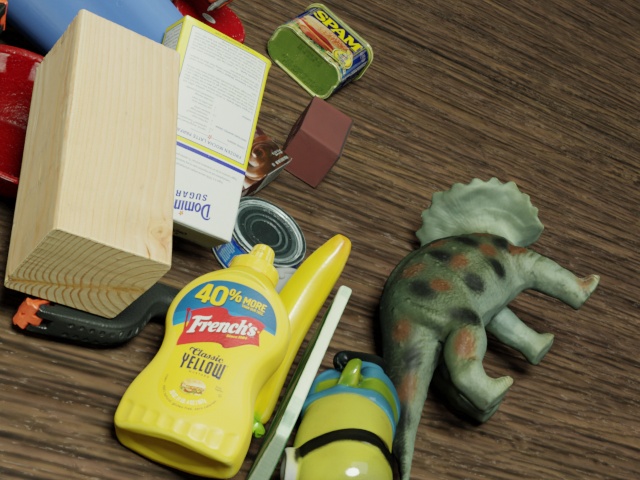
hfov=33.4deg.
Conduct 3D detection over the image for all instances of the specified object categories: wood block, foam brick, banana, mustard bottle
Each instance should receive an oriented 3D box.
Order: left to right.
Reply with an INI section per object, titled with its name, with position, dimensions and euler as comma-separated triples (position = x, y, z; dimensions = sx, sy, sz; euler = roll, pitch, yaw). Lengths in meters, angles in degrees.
[wood block]
position = -0.168, -0.059, 0.807
dimensions = 0.090, 0.090, 0.206
euler = 21, 49, -31
[mustard bottle]
position = -0.075, 0.080, 0.811
dimensions = 0.096, 0.058, 0.191
euler = 15, 53, 10
[banana]
position = -0.027, 0.082, 0.873
dimensions = 0.037, 0.070, 0.197
euler = 41, 54, -27
[foam brick]
position = -0.006, -0.104, 1.120
dimensions = 0.051, 0.053, 0.078
euler = 33, 36, -10

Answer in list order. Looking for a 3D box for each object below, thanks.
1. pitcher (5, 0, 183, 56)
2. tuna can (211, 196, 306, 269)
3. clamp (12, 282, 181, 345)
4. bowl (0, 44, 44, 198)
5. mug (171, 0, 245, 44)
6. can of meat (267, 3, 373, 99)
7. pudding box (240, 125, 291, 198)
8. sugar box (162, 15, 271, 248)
[pitcher]
position = -0.202, -0.217, 0.972
dimensions = 0.242, 0.149, 0.145
euler = 46, 12, -14
[tuna can]
position = -0.056, 0.001, 0.980
dimensions = 0.086, 0.034, 0.086
euler = 24, 39, -21
[clamp]
position = -0.161, 0.025, 0.860
dimensions = 0.209, 0.036, 0.165
euler = -10, 58, -50
[bowl]
position = -0.252, -0.087, 0.883
dimensions = 0.162, 0.055, 0.162
euler = 24, 39, -21
[mug]
position = -0.130, -0.206, 1.093
dimensions = 0.093, 0.082, 0.117
euler = 21, 40, -24
[can of meat]
position = -0.002, -0.219, 1.242
dimensions = 0.102, 0.058, 0.083
euler = 42, 39, 4
[pudding box]
position = -0.095, -0.080, 1.028
dimensions = 0.090, 0.039, 0.113
euler = 45, 37, 6
[sugar box]
position = -0.105, -0.091, 0.909
dimensions = 0.093, 0.048, 0.176
euler = 24, 70, -30
